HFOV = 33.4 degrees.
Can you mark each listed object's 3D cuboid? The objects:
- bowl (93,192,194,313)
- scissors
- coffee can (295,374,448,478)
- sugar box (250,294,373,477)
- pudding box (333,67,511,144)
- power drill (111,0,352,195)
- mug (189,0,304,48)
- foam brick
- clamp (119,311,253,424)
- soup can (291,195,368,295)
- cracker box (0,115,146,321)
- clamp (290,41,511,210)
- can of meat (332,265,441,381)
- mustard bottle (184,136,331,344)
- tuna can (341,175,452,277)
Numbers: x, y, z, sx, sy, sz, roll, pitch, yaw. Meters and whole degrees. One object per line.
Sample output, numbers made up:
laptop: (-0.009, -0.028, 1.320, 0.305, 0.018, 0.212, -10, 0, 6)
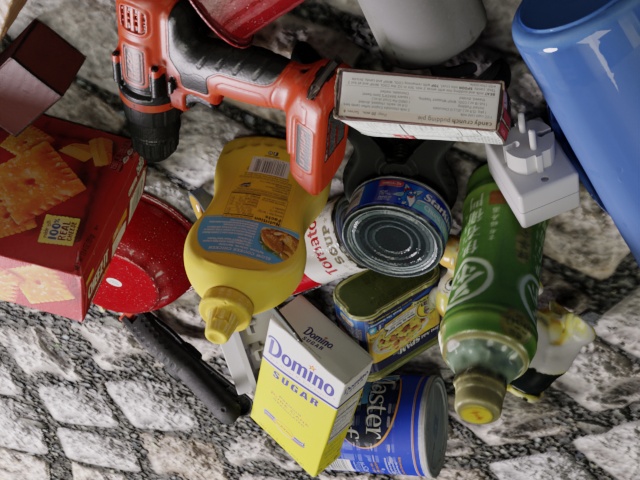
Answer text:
bowl: (-0.191, 0.021, 1.026, 0.162, 0.055, 0.162, 10, 139, 8)
scissors: (-0.071, 0.014, 0.914, 0.202, 0.016, 0.096, 31, 143, 60)
coffee can: (0.052, 0.186, 1.091, 0.140, 0.102, 0.103, 0, 137, 20)
sugar box: (-0.012, 0.137, 0.981, 0.093, 0.048, 0.176, 40, 147, 21)
pudding box: (0.073, -0.092, 0.735, 0.113, 0.039, 0.090, 5, 180, 13)
power drill: (-0.072, -0.103, 0.815, 0.188, 0.057, 0.184, 22, 144, 13)
mug: (-0.036, -0.186, 0.713, 0.082, 0.093, 0.117, -28, 162, 22)
foam brick: (-0.241, -0.131, 0.871, 0.051, 0.053, 0.078, 39, 136, -24)
clamp: (-0.137, 0.128, 1.091, 0.171, 0.039, 0.120, 39, 173, -3)
soup can: (-0.005, 0.006, 0.933, 0.102, 0.068, 0.068, -21, 127, 36)
cracker box: (-0.273, -0.038, 0.903, 0.213, 0.164, 0.072, 16, 138, 1)
clamp: (0.072, -0.068, 0.845, 0.165, 0.036, 0.210, 3, 135, 18)
can of meat: (0.061, 0.064, 0.955, 0.057, 0.102, 0.084, 44, 154, 39)
mustard bottle: (-0.056, 0.001, 0.849, 0.096, 0.191, 0.058, 12, 140, 6)
tuna can: (0.061, -0.010, 0.857, 0.086, 0.033, 0.086, 12, 139, 10)
